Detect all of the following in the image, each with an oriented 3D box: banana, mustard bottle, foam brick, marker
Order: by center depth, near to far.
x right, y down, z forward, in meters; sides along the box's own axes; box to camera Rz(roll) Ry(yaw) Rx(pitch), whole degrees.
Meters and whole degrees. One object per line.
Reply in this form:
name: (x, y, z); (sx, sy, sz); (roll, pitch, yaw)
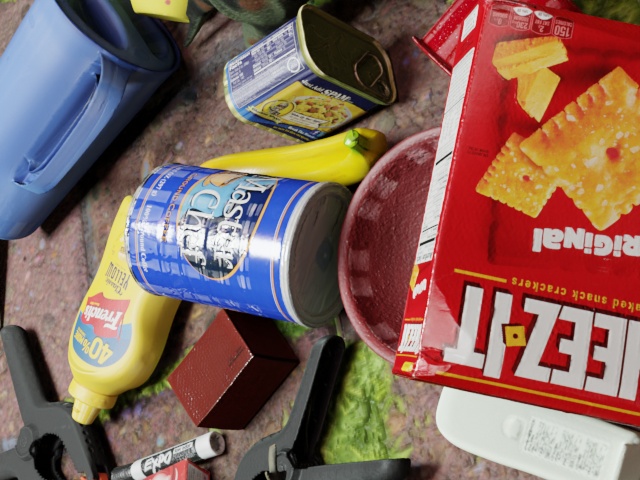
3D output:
banana: (-0.012, -0.060, 0.791); (0.198, 0.069, 0.037); (-9, 65, 51)
foam brick: (-0.067, 0.099, 0.807); (0.078, 0.051, 0.053); (-50, 53, 19)
marker: (-0.126, 0.178, 0.857); (0.121, 0.020, 0.020); (-25, 63, 33)
mustard bottle: (-0.164, 0.065, 0.893); (0.096, 0.058, 0.192); (29, 98, 42)

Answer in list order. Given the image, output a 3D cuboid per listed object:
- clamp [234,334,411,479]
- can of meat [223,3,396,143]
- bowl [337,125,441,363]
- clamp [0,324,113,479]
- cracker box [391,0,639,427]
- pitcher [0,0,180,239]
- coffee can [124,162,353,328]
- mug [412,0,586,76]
clamp: (-0.008, 0.164, 0.747); (0.172, 0.039, 0.120); (-58, 40, 20)
can of meat: (-0.009, -0.117, 0.782); (0.084, 0.101, 0.057); (-26, 62, 35)
bowl: (0.090, 0.009, 0.695); (0.162, 0.055, 0.162); (-12, 71, 38)
clamp: (-0.257, 0.188, 0.953); (0.210, 0.036, 0.164); (28, 97, 40)
cracker box: (0.143, -0.013, 0.589); (0.164, 0.072, 0.213); (12, 84, -3)
pitcher: (-0.244, -0.109, 0.959); (0.145, 0.149, 0.243); (46, 115, 8)
coffee can: (-0.055, 0.001, 0.771); (0.140, 0.102, 0.103); (9, 84, 29)
mug: (0.129, -0.122, 0.684); (0.117, 0.093, 0.081); (43, 104, 6)
